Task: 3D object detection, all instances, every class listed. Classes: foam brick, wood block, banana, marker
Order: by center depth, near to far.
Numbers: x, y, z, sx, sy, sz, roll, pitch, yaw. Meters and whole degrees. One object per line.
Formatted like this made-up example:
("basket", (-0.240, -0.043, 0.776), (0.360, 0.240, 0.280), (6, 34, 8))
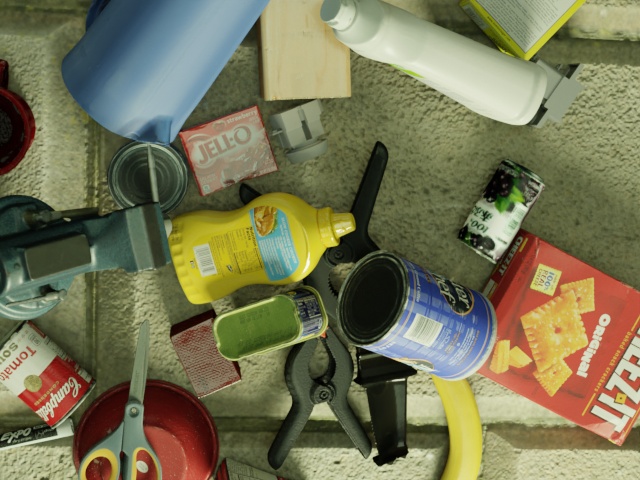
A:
("wood block", (-0.021, -0.249, 1.081), (0.090, 0.091, 0.206), (-3, 100, -5))
("foam brick", (-0.124, 0.121, 1.152), (0.053, 0.051, 0.078), (-23, 101, -2))
("marker", (-0.330, 0.215, 1.160), (0.121, 0.020, 0.020), (-12, 101, -5))
("banana", (0.150, 0.221, 1.207), (0.069, 0.037, 0.198), (1, 99, -9))

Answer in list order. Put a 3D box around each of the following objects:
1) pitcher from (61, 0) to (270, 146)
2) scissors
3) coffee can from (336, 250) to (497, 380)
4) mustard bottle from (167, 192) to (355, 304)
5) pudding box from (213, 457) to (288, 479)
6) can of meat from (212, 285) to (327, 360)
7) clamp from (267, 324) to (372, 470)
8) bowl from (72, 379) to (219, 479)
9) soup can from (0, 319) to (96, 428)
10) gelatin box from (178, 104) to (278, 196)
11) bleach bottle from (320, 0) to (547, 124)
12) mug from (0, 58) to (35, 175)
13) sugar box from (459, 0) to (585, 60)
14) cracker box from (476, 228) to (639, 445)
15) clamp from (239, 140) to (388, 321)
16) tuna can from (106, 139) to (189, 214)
("pitcher", (-0.135, -0.223, 1.017), (0.149, 0.145, 0.243), (38, 117, -11))
("scissors", (-0.213, 0.185, 1.113), (0.096, 0.016, 0.202), (-7, 100, -5))
("coffee can", (0.101, 0.080, 1.118), (0.140, 0.103, 0.103), (24, 97, -37))
("mustard bottle", (-0.057, 0.001, 1.110), (0.192, 0.058, 0.096), (-13, 100, 13))
("pudding box", (-0.059, 0.285, 1.167), (0.113, 0.090, 0.039), (21, 96, -10))
("can of meat", (-0.054, 0.088, 1.121), (0.102, 0.083, 0.057), (-19, 86, 17))
("clamp", (0.008, 0.172, 1.183), (0.120, 0.039, 0.171), (5, 97, -24))
("bowl", (-0.190, 0.236, 1.161), (0.162, 0.055, 0.162), (-1, 99, -6))
("soup can", (-0.297, 0.140, 1.127), (0.068, 0.068, 0.102), (-45, 100, 2))
("gelatin box", (-0.097, -0.095, 1.129), (0.089, 0.030, 0.073), (-19, 101, -3))
("bleach bottle", (0.107, -0.184, 1.049), (0.250, 0.103, 0.068), (16, 97, -39))
("mug", (-0.330, -0.124, 1.071), (0.093, 0.081, 0.117), (9, 99, -8))
("sugar box", (0.242, -0.282, 1.130), (0.176, 0.048, 0.093), (-45, 101, -2))
("cracker box", (0.277, 0.107, 1.185), (0.213, 0.072, 0.164), (28, 96, -11))
("clamp", (0.027, 0.003, 1.153), (0.164, 0.036, 0.210), (-24, 102, 7))
("tuna can", (-0.181, -0.066, 1.122), (0.086, 0.034, 0.086), (-1, 100, -6))
